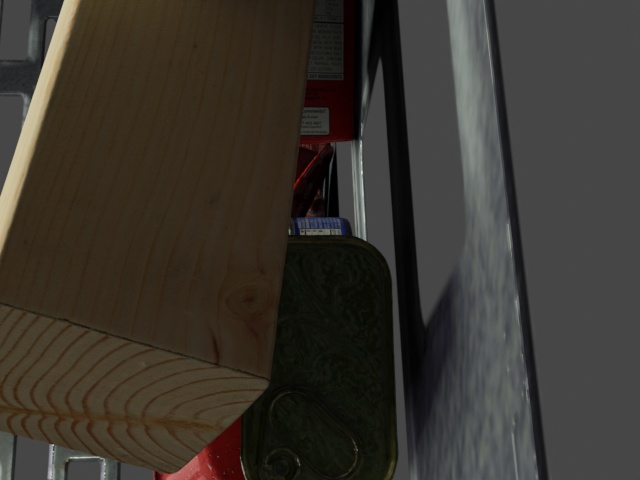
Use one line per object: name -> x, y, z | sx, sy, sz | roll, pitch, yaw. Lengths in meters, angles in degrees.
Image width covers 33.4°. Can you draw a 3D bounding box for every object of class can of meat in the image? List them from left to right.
can of meat -> -0.002, 0.058, 0.432 | 0.084, 0.057, 0.102 | 96, 173, -73

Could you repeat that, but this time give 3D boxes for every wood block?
wood block -> -0.064, -0.033, 0.399 | 0.090, 0.090, 0.206 | -48, 29, 49
